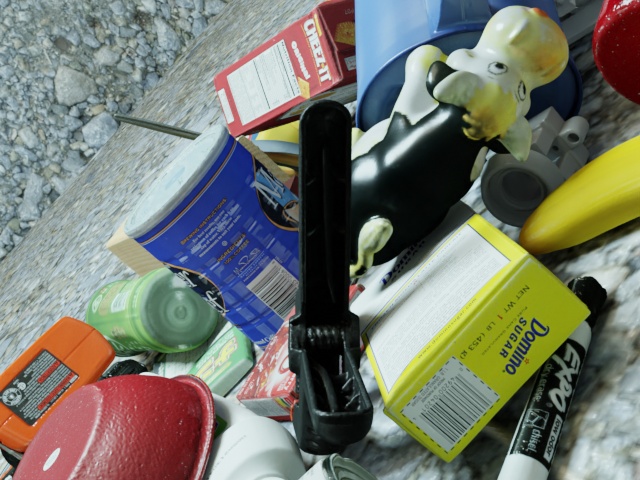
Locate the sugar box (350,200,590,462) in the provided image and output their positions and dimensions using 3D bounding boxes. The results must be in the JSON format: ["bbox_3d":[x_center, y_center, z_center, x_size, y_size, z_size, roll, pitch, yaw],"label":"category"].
[{"bbox_3d":[0.066,0.035,0.535,0.093,0.048,0.176,-47,7,6],"label":"sugar box"}]

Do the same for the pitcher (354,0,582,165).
[{"bbox_3d":[0.081,-0.174,0.684,0.149,0.144,0.243,-40,41,41],"label":"pitcher"}]

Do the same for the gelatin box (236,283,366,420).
[{"bbox_3d":[-0.007,0.072,0.683,0.073,0.030,0.089,-17,34,58],"label":"gelatin box"}]

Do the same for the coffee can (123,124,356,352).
[{"bbox_3d":[-0.055,0.001,0.767,0.103,0.140,0.103,-42,18,17],"label":"coffee can"}]

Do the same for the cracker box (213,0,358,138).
[{"bbox_3d":[0.021,-0.165,0.957,0.163,0.072,0.214,-21,3,-29],"label":"cracker box"}]

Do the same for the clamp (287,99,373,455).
[{"bbox_3d":[0.002,0.041,0.541,0.210,0.036,0.164,97,172,-67],"label":"clamp"}]

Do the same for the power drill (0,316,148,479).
[{"bbox_3d":[-0.199,0.136,0.844,0.184,0.057,0.188,-51,-14,-30],"label":"power drill"}]

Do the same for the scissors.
[{"bbox_3d":[-0.092,-0.087,1.014,0.096,0.201,0.016,111,167,-76],"label":"scissors"}]

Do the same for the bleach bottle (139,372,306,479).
[{"bbox_3d":[-0.078,0.143,0.646,0.102,0.068,0.251,-55,21,-15],"label":"bleach bottle"}]

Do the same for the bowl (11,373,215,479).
[{"bbox_3d":[-0.132,0.135,0.612,0.162,0.055,0.162,-40,28,26],"label":"bowl"}]
